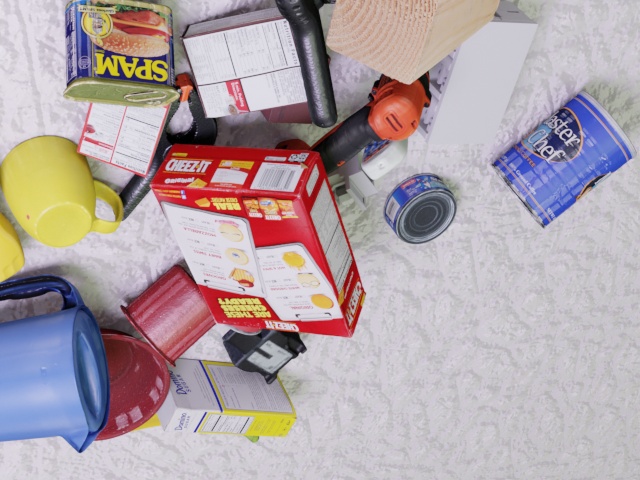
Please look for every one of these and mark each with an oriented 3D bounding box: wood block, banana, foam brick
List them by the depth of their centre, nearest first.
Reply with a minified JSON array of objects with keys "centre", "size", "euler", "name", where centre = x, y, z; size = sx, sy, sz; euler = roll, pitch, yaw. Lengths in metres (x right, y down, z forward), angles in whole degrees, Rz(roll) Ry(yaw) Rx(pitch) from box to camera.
[{"centre":[0.099,-0.232,0.996],"size":[0.205,0.091,0.090],"euler":[-43,155,-51],"name":"wood block"},{"centre":[-0.031,-0.165,1.088],"size":[0.052,0.051,0.078],"euler":[-1,127,-27],"name":"foam brick"},{"centre":[-0.175,0.219,1.331],"size":[0.197,0.070,0.037],"euler":[6,104,-21],"name":"banana"}]

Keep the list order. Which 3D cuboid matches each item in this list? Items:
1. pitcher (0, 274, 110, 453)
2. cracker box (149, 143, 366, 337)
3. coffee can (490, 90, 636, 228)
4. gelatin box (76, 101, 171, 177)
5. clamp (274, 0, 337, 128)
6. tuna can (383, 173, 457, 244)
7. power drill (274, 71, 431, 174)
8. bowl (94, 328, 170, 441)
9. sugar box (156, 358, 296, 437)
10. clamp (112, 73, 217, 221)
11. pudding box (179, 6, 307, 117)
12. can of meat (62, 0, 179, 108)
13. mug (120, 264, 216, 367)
[{"centre":[-0.348,0.139,1.104],"size":[0.243,0.149,0.145],"euler":[-8,121,2],"name":"pitcher"},{"centre":[-0.057,0.001,1.087],"size":[0.164,0.072,0.213],"euler":[4,139,23],"name":"cracker box"},{"centre":[0.292,-0.097,1.286],"size":[0.140,0.103,0.102],"euler":[-39,135,7],"name":"coffee can"},{"centre":[-0.190,-0.115,1.040],"size":[0.073,0.030,0.089],"euler":[19,120,-7],"name":"gelatin box"},{"centre":[-0.014,-0.228,0.964],"size":[0.036,0.164,0.210],"euler":[-6,143,14],"name":"clamp"},{"centre":[0.122,-0.037,1.294],"size":[0.086,0.034,0.086],"euler":[-15,133,-17],"name":"tuna can"},{"centre":[0.032,-0.120,1.110],"size":[0.188,0.184,0.057],"euler":[-35,105,25],"name":"power drill"},{"centre":[-0.258,0.155,1.231],"size":[0.162,0.055,0.162],"euler":[-10,127,-14],"name":"bowl"},{"centre":[-0.123,0.195,1.320],"size":[0.175,0.093,0.048],"euler":[8,123,-33],"name":"sugar box"},{"centre":[-0.158,-0.087,1.096],"size":[0.120,0.039,0.171],"euler":[-12,126,-18],"name":"clamp"},{"centre":[-0.068,-0.171,1.026],"size":[0.113,0.039,0.090],"euler":[-9,118,12],"name":"pudding box"},{"centre":[-0.182,-0.171,0.969],"size":[0.101,0.084,0.058],"euler":[2,170,-30],"name":"can of meat"},{"centre":[-0.164,0.083,1.211],"size":[0.081,0.093,0.117],"euler":[-42,170,-5],"name":"mug"}]
